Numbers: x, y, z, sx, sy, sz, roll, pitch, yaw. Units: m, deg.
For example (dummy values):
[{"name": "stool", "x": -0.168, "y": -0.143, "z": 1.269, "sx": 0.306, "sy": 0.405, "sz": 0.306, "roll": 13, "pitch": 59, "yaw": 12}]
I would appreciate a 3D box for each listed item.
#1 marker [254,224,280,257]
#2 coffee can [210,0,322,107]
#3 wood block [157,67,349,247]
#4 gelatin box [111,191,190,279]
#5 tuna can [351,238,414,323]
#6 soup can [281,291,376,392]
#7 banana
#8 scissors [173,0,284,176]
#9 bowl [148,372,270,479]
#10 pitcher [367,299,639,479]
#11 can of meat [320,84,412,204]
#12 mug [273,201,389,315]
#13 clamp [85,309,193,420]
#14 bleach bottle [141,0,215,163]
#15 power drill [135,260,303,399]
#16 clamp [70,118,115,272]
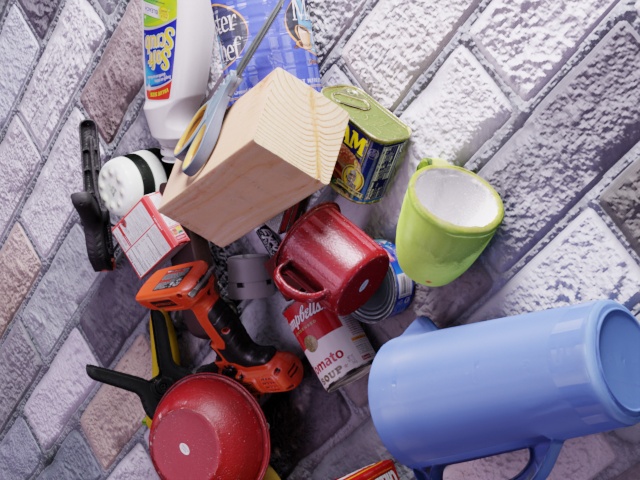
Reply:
[{"name": "marker", "x": -0.058, "y": 0.001, "z": 1.235, "sx": 0.121, "sy": 0.020, "sz": 0.020, "roll": 58, "pitch": 133, "yaw": 18}, {"name": "coffee can", "x": -0.058, "y": -0.212, "z": 1.119, "sx": 0.103, "sy": 0.102, "sz": 0.140, "roll": -4, "pitch": 98, "yaw": 45}, {"name": "wood block", "x": -0.072, "y": -0.077, "z": 1.082, "sx": 0.207, "sy": 0.090, "sz": 0.090, "roll": -28, "pitch": 38, "yaw": 52}, {"name": "gelatin box", "x": -0.207, "y": -0.006, "z": 1.293, "sx": 0.089, "sy": 0.030, "sz": 0.073, "roll": -39, "pitch": 80, "yaw": 42}, {"name": "tuna can", "x": 0.057, "y": 0.042, "z": 1.120, "sx": 0.086, "sy": 0.033, "sz": 0.086, "roll": 14, "pitch": 110, "yaw": 42}, {"name": "soup can", "x": 0.011, "y": 0.105, "z": 1.159, "sx": 0.069, "sy": 0.068, "sz": 0.102, "roll": -44, "pitch": 71, "yaw": 42}, {"name": "banana", "x": -0.215, "y": 0.183, "z": 1.428, "sx": 0.070, "sy": 0.037, "sz": 0.198, "roll": 30, "pitch": 120, "yaw": 36}, {"name": "scissors", "x": -0.091, "y": -0.141, "z": 1.052, "sx": 0.202, "sy": 0.016, "sz": 0.096, "roll": -48, "pitch": 28, "yaw": 33}, {"name": "bowl", "x": -0.141, "y": 0.235, "z": 1.228, "sx": 0.162, "sy": 0.055, "sz": 0.162, "roll": 0, "pitch": 90, "yaw": 25}, {"name": "pitcher", "x": 0.172, "y": 0.140, "z": 0.964, "sx": 0.243, "sy": 0.144, "sz": 0.149, "roll": -20, "pitch": 107, "yaw": 43}, {"name": "can of meat", "x": 0.034, "y": -0.097, "z": 1.091, "sx": 0.102, "sy": 0.057, "sz": 0.084, "roll": 43, "pitch": 130, "yaw": 30}, {"name": "mug", "x": 0.007, "y": 0.026, "z": 1.061, "sx": 0.082, "sy": 0.117, "sz": 0.093, "roll": 40, "pitch": 136, "yaw": 25}, {"name": "clamp", "x": -0.216, "y": 0.186, "z": 1.372, "sx": 0.171, "sy": 0.120, "sz": 0.039, "roll": 60, "pitch": 174, "yaw": -11}, {"name": "bleach bottle", "x": -0.167, "y": -0.213, "z": 1.259, "sx": 0.103, "sy": 0.067, "sz": 0.251, "roll": 23, "pitch": 118, "yaw": 40}, {"name": "power drill", "x": -0.129, "y": 0.113, "z": 1.257, "sx": 0.185, "sy": 0.057, "sz": 0.187, "roll": -15, "pitch": 123, "yaw": 45}, {"name": "clamp", "x": -0.298, "y": -0.032, "z": 1.401, "sx": 0.164, "sy": 0.036, "sz": 0.210, "roll": -98, "pitch": 6, "yaw": -54}]
